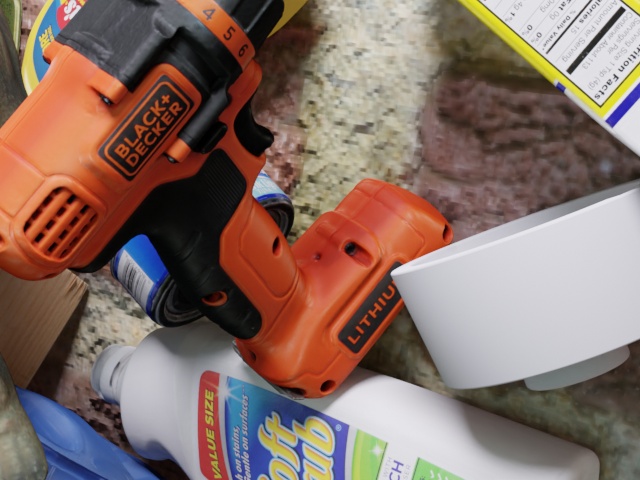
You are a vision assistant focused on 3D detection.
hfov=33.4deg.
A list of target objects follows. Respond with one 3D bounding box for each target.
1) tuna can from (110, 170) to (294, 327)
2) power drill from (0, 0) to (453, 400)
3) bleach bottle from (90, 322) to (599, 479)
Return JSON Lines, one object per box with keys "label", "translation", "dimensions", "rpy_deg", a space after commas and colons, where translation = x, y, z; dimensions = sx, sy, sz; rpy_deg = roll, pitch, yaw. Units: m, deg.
{"label": "tuna can", "translation": [-0.053, 0.001, 0.494], "dimensions": [0.034, 0.086, 0.086], "rpy_deg": [47, 115, 17]}
{"label": "power drill", "translation": [-0.021, -0.033, 0.410], "dimensions": [0.184, 0.187, 0.057], "rpy_deg": [-50, 44, -4]}
{"label": "bleach bottle", "translation": [-0.007, 0.104, 0.491], "dimensions": [0.251, 0.068, 0.102], "rpy_deg": [15, 101, 31]}
